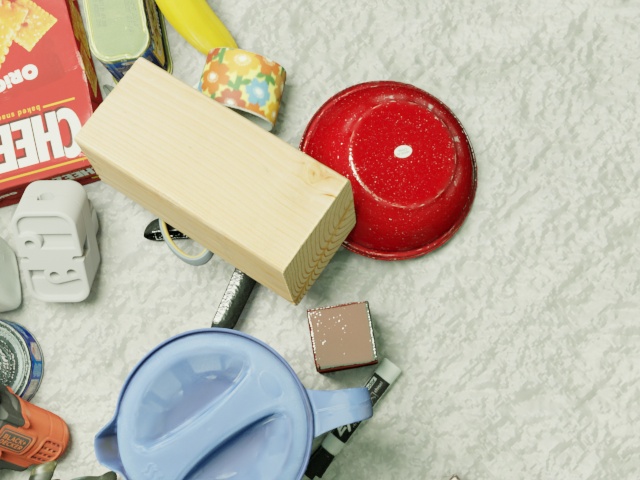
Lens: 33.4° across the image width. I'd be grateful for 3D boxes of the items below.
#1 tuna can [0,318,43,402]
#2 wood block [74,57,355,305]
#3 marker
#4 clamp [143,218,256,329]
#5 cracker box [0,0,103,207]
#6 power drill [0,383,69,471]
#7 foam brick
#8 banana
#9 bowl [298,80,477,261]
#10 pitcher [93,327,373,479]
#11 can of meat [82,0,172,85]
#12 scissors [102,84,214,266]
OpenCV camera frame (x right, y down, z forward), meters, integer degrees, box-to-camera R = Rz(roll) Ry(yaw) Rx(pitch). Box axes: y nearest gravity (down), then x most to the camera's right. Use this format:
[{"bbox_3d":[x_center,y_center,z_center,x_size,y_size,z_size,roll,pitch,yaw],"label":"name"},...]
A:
[{"bbox_3d":[-0.288,0.110,0.931,0.086,0.034,0.086,-1,82,4],"label":"tuna can"},{"bbox_3d":[-0.082,-0.048,0.862,0.206,0.090,0.090,32,75,16],"label":"wood block"},{"bbox_3d":[0.026,0.154,0.912,0.020,0.020,0.121,37,86,7],"label":"marker"},{"bbox_3d":[-0.056,0.001,0.927,0.171,0.039,0.120,-28,80,0],"label":"clamp"},{"bbox_3d":[-0.286,-0.144,0.946,0.164,0.072,0.214,-16,82,2],"label":"cracker box"},{"bbox_3d":[-0.320,0.188,0.861,0.188,0.184,0.057,-45,50,4],"label":"power drill"},{"bbox_3d":[0.019,0.082,0.893,0.053,0.078,0.051,-9,81,0],"label":"foam brick"},{"bbox_3d":[-0.120,-0.237,0.913,0.069,0.037,0.198,-18,117,-12],"label":"banana"},{"bbox_3d":[0.063,-0.066,0.905,0.162,0.055,0.162,2,80,-9],"label":"bowl"},{"bbox_3d":[-0.054,0.138,0.807,0.149,0.243,0.145,33,85,7],"label":"pitcher"},{"bbox_3d":[-0.172,-0.192,0.939,0.057,0.084,0.102,-12,82,2],"label":"can of meat"},{"bbox_3d":[-0.120,-0.073,0.935,0.096,0.016,0.202,-21,67,-1],"label":"scissors"}]
